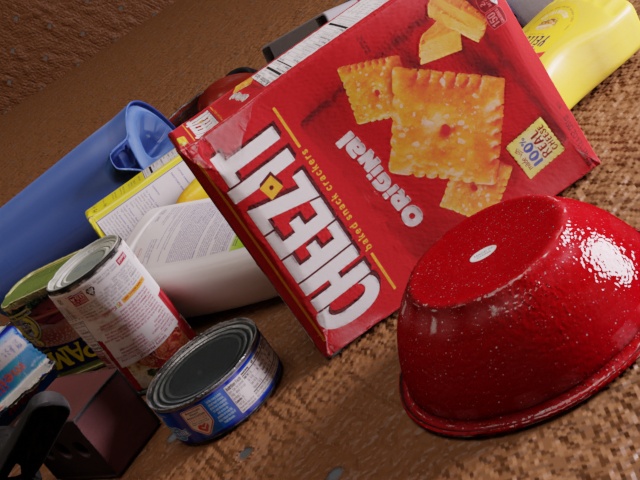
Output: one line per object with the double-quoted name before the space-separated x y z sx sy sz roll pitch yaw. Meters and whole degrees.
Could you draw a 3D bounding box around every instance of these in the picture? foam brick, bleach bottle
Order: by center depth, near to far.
"foam brick" -0.160 0.125 0.726 0.078 0.053 0.051 -15 28 44
"bleach bottle" -0.050 0.008 0.802 0.251 0.068 0.102 -8 48 42

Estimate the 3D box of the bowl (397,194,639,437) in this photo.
"bowl" 0.097 0.025 0.552 0.162 0.055 0.162 -30 21 13

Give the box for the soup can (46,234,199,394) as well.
"soup can" -0.145 0.055 0.789 0.068 0.102 0.068 -30 21 13

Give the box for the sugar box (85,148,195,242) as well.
"sugar box" -0.112 -0.037 0.954 0.176 0.093 0.048 -36 21 -5

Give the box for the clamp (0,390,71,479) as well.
"clamp" -0.195 0.149 0.679 0.172 0.039 0.120 2 79 58

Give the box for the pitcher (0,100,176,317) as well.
"pitcher" -0.233 -0.022 1.081 0.243 0.149 0.145 -32 35 17

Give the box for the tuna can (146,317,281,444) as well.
"tuna can" -0.068 0.090 0.690 0.086 0.033 0.086 -30 21 13

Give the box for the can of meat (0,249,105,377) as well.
"can of meat" -0.204 0.061 0.891 0.102 0.084 0.057 -22 24 30

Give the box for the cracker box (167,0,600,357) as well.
"cracker box" 0.041 -0.056 0.662 0.213 0.164 0.072 -35 18 -3
